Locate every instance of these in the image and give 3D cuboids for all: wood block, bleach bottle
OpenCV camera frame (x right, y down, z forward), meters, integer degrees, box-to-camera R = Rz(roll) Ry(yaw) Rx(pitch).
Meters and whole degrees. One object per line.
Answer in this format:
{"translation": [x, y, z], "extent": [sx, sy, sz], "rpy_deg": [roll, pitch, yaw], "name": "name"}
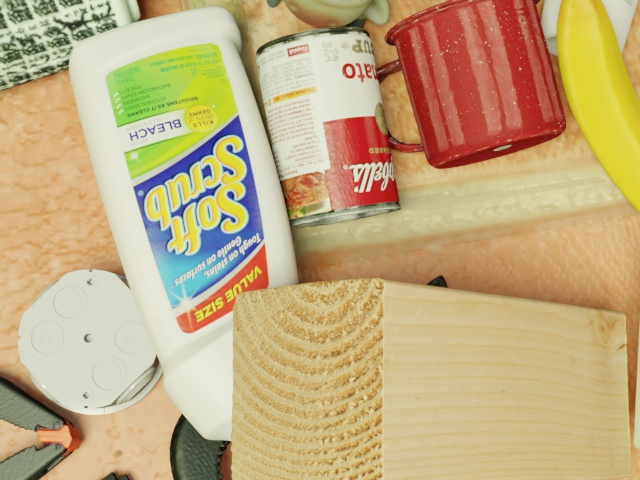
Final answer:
{"translation": [0.061, 0.074, 0.521], "extent": [0.205, 0.090, 0.091], "rpy_deg": [9, 77, -47], "name": "wood block"}
{"translation": [-0.054, 0.001, 0.562], "extent": [0.102, 0.068, 0.251], "rpy_deg": [-17, 69, -13], "name": "bleach bottle"}

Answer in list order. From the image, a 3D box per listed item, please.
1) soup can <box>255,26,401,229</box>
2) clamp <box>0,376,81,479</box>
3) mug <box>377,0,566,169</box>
{"translation": [0.004, -0.062, 0.601], "extent": [0.068, 0.068, 0.102], "rpy_deg": [-9, 88, -6], "name": "soup can"}
{"translation": [-0.221, 0.103, 0.580], "extent": [0.171, 0.039, 0.120], "rpy_deg": [-12, 85, -6], "name": "clamp"}
{"translation": [0.080, -0.086, 0.612], "extent": [0.117, 0.093, 0.081], "rpy_deg": [-15, 87, 21], "name": "mug"}
